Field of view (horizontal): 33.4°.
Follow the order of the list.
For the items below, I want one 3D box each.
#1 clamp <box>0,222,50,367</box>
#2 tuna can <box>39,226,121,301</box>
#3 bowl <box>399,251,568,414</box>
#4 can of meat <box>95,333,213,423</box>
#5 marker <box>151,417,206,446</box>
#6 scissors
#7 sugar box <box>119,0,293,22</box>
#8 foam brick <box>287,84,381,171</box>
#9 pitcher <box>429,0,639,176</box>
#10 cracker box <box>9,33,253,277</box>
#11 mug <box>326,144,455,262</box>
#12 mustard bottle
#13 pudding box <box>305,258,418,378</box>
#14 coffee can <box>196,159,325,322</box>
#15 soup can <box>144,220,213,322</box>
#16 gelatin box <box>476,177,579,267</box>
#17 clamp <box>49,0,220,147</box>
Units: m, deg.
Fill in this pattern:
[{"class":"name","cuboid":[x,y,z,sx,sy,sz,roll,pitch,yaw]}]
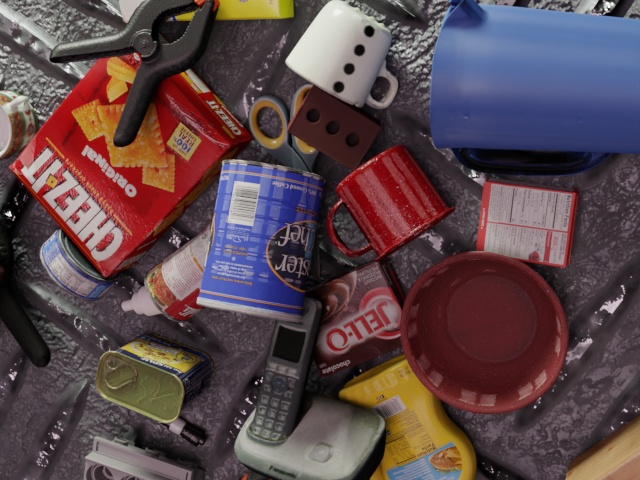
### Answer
[{"class":"clamp","cuboid":[-0.379,0.051,1.225,0.165,0.036,0.210,5,102,27]},{"class":"tuna can","cuboid":[-0.257,0.022,1.153,0.034,0.086,0.086,-43,86,21]},{"class":"bowl","cuboid":[0.161,0.084,1.035,0.162,0.055,0.162,4,104,18]},{"class":"can of meat","cuboid":[-0.177,0.145,1.153,0.102,0.083,0.057,19,108,14]},{"class":"marker","cuboid":[-0.181,0.196,1.202,0.121,0.020,0.020,29,110,11]},{"class":"scissors","cuboid":[-0.033,-0.063,1.090,0.096,0.016,0.202,11,105,14]},{"class":"sugar box","cuboid":[-0.116,-0.264,1.058,0.176,0.048,0.093,2,103,18]},{"class":"foam brick","cuboid":[0.013,-0.111,1.033,0.078,0.051,0.053,30,102,-4]},{"class":"pitcher","cuboid":[0.221,-0.129,0.936,0.243,0.149,0.145,7,90,15]},{"class":"cracker box","cuboid":[-0.200,-0.091,1.113,0.214,0.072,0.164,-44,85,23]},{"class":"mug","cuboid":[0.059,-0.031,1.021,0.117,0.093,0.081,-33,85,-6]},{"class":"mustard bottle","cuboid":[0.103,0.214,1.084,0.096,0.058,0.191,-28,92,19]},{"class":"pudding box","cuboid":[0.034,0.078,1.087,0.114,0.039,0.090,-24,94,23]},{"class":"coffee can","cuboid":[-0.057,0.001,1.027,0.103,0.102,0.140,9,87,17]},{"class":"soup can","cuboid":[-0.125,0.031,1.118,0.102,0.068,0.068,-37,89,22]},{"class":"gelatin box","cuboid":[0.197,-0.018,1.013,0.089,0.030,0.073,8,104,17]},{"class":"clamp","cuboid":[-0.176,-0.187,1.028,0.120,0.039,0.171,43,90,1]}]
